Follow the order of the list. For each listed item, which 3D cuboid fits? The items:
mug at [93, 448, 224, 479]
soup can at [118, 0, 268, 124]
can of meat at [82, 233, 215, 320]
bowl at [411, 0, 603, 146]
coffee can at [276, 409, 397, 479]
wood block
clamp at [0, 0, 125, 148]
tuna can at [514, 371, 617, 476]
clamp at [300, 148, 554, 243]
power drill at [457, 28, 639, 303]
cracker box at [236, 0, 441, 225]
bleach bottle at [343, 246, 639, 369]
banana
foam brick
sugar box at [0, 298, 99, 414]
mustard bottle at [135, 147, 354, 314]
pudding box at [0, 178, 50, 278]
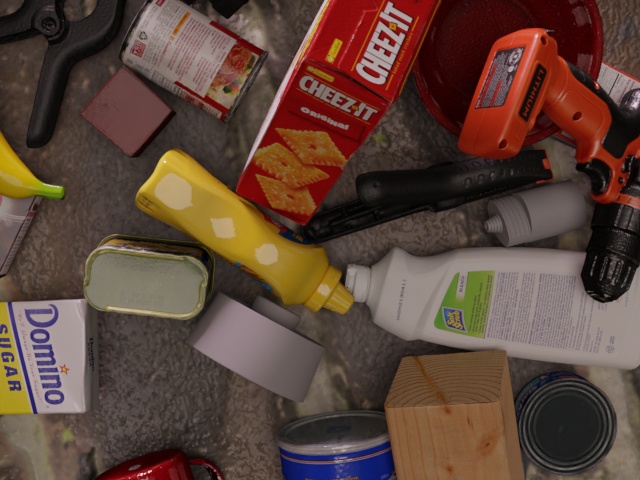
[{"bbox_3d":[-0.130,0.221,0.890,0.117,0.093,0.081,-18,92,-33],"label":"mug"},{"bbox_3d":[-0.102,-0.148,0.862,0.102,0.068,0.068,30,93,-5],"label":"soup can"},{"bbox_3d":[-0.138,0.030,0.868,0.102,0.084,0.057,6,95,-4],"label":"can of meat"},{"bbox_3d":[0.146,-0.158,0.874,0.162,0.055,0.162,-2,103,-8],"label":"bowl"},{"bbox_3d":[0.023,0.222,0.885,0.103,0.103,0.140,-7,96,-3],"label":"coffee can"},{"bbox_3d":[0.117,0.204,0.866,0.090,0.090,0.206,-6,108,17],"label":"wood block"},{"bbox_3d":[-0.214,-0.161,0.868,0.171,0.039,0.120,-36,97,4],"label":"clamp"},{"bbox_3d":[0.210,0.158,0.924,0.086,0.034,0.086,0,95,-3],"label":"tuna can"},{"bbox_3d":[0.090,-0.040,0.869,0.209,0.165,0.036,-12,84,-25],"label":"clamp"},{"bbox_3d":[0.196,-0.063,0.825,0.187,0.057,0.184,26,78,-29],"label":"power drill"},{"bbox_3d":[0.018,-0.126,0.774,0.072,0.214,0.164,26,65,-7],"label":"cracker box"},{"bbox_3d":[0.145,0.044,0.897,0.251,0.068,0.102,8,91,-1],"label":"bleach bottle"},{"bbox_3d":[-0.267,-0.112,0.840,0.069,0.037,0.198,-22,92,-7],"label":"banana"},{"bbox_3d":[-0.152,-0.102,0.858,0.053,0.078,0.051,42,90,-6],"label":"foam brick"},{"bbox_3d":[-0.271,0.095,0.870,0.176,0.048,0.093,-3,87,7],"label":"sugar box"},{"bbox_3d":[-0.055,0.001,0.862,0.191,0.096,0.058,35,88,-5],"label":"mustard bottle"},{"bbox_3d":[-0.293,-0.032,0.875,0.113,0.039,0.090,26,92,-6],"label":"pudding box"}]
